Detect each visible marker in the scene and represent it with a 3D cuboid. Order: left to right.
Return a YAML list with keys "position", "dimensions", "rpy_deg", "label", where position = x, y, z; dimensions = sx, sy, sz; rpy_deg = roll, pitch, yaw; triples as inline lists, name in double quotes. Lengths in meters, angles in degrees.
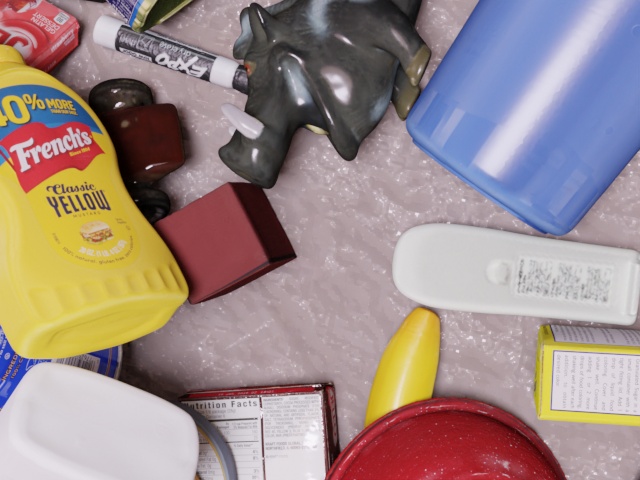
- position: [-0.080, -0.110, 0.649]
  dimensions: [0.121, 0.020, 0.020]
  rpy_deg: [20, 94, 9]
  label: "marker"

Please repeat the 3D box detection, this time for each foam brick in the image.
- position: [-0.054, 0.001, 0.615]
  dimensions: [0.053, 0.078, 0.051]
  rpy_deg: [-28, 87, 9]
  label: "foam brick"

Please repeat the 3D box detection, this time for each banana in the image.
- position: [0.059, 0.141, 0.620]
  dimensions: [0.069, 0.037, 0.198]
  rpy_deg: [-15, 90, -15]
  label: "banana"

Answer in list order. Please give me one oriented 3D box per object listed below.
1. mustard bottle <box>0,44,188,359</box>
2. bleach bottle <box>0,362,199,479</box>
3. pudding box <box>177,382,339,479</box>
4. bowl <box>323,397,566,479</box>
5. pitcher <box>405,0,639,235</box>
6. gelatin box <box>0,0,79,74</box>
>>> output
- position: [-0.150, -0.034, 0.567]
  dimensions: [0.058, 0.096, 0.192]
  rpy_deg: [-48, 64, 42]
  label: "mustard bottle"
- position: [-0.165, 0.170, 0.602]
  dimensions: [0.102, 0.068, 0.251]
  rpy_deg: [25, 130, -15]
  label: "bleach bottle"
- position: [-0.034, 0.143, 0.633]
  dimensions: [0.090, 0.039, 0.113]
  rpy_deg: [-4, 88, 12]
  label: "pudding box"
- position: [0.077, 0.167, 0.574]
  dimensions: [0.162, 0.055, 0.162]
  rpy_deg: [1, 86, -15]
  label: "bowl"
- position: [0.162, -0.121, 0.558]
  dimensions: [0.149, 0.144, 0.243]
  rpy_deg: [39, 101, 21]
  label: "pitcher"
- position: [-0.204, -0.125, 0.647]
  dimensions: [0.089, 0.030, 0.073]
  rpy_deg: [32, 58, 9]
  label: "gelatin box"
